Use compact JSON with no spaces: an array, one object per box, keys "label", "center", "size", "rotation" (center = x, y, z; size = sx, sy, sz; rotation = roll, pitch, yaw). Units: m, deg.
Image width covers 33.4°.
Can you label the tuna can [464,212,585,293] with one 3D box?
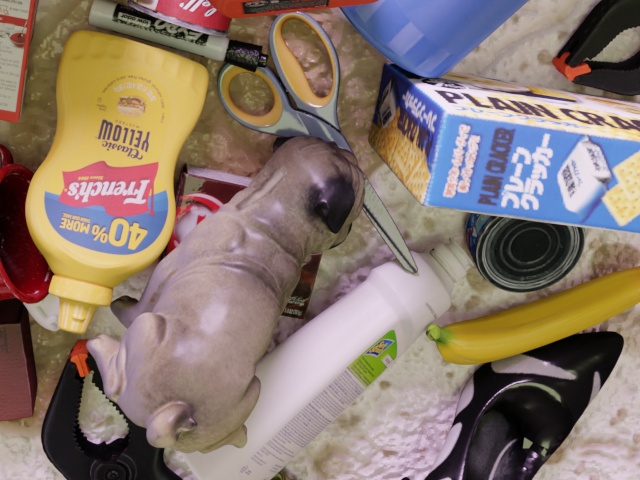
[{"label":"tuna can","center":[0.153,-0.003,0.800],"size":[0.086,0.034,0.086],"rotation":[-3,123,-5]}]

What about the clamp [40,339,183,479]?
[{"label":"clamp","center":[-0.166,0.179,0.819],"size":[0.164,0.036,0.210],"rotation":[-19,110,-2]}]

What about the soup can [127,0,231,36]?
[{"label":"soup can","center":[-0.076,-0.190,0.681],"size":[0.068,0.068,0.102],"rotation":[16,106,-15]}]

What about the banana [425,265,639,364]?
[{"label":"banana","center":[0.169,0.062,0.822],"size":[0.197,0.070,0.037],"rotation":[-16,77,-12]}]

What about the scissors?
[{"label":"scissors","center":[-0.007,-0.059,0.746],"size":[0.096,0.016,0.202],"rotation":[-17,97,6]}]

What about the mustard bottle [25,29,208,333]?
[{"label":"mustard bottle","center":[-0.141,-0.034,0.701],"size":[0.096,0.058,0.191],"rotation":[14,87,-20]}]

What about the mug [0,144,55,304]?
[{"label":"mug","center":[-0.232,-0.011,0.712],"size":[0.081,0.093,0.117],"rotation":[-8,73,12]}]

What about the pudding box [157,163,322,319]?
[{"label":"pudding box","center":[-0.055,0.001,0.771],"size":[0.113,0.039,0.090],"rotation":[11,107,-14]}]

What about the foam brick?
[{"label":"foam brick","center":[-0.234,0.084,0.765],"size":[0.053,0.051,0.078],"rotation":[-4,111,-10]}]

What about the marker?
[{"label":"marker","center":[-0.094,-0.136,0.715],"size":[0.121,0.020,0.020],"rotation":[16,107,-6]}]

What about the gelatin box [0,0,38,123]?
[{"label":"gelatin box","center":[-0.227,-0.128,0.699],"size":[0.073,0.030,0.089],"rotation":[9,108,-12]}]

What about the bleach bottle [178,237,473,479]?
[{"label":"bleach bottle","center":[0.010,0.091,0.797],"size":[0.251,0.068,0.102],"rotation":[-39,155,-1]}]
